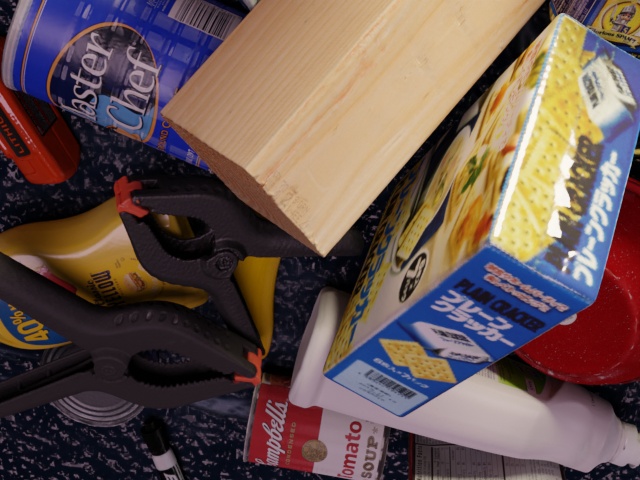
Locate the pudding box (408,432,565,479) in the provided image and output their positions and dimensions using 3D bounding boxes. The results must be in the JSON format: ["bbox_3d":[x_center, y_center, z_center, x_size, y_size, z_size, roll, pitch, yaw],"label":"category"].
[{"bbox_3d":[0.120,0.170,0.781,0.113,0.090,0.039,2,115,5],"label":"pudding box"}]

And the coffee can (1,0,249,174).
[{"bbox_3d":[-0.111,-0.115,0.666,0.140,0.102,0.103,23,116,-5],"label":"coffee can"}]

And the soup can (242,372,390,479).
[{"bbox_3d":[-0.002,0.139,0.794,0.102,0.068,0.068,10,116,1],"label":"soup can"}]

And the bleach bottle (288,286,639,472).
[{"bbox_3d":[0.108,0.110,0.747,0.251,0.102,0.068,19,110,-2],"label":"bleach bottle"}]

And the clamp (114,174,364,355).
[{"bbox_3d":[-0.055,0.001,0.699,0.120,0.039,0.171,-44,129,8],"label":"clamp"}]

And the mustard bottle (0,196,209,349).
[{"bbox_3d":[-0.181,0.028,0.746,0.191,0.058,0.096,-17,130,2],"label":"mustard bottle"}]

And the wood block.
[{"bbox_3d":[0.023,-0.106,0.599,0.206,0.091,0.090,-49,136,-7],"label":"wood block"}]

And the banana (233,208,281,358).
[{"bbox_3d":[-0.028,0.001,0.748,0.069,0.037,0.198,28,115,-7],"label":"banana"}]

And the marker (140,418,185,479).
[{"bbox_3d":[-0.118,0.195,0.860,0.020,0.020,0.121,-12,113,12],"label":"marker"}]

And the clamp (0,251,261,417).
[{"bbox_3d":[-0.147,0.081,0.723,0.210,0.036,0.165,12,133,-11],"label":"clamp"}]

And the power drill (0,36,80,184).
[{"bbox_3d":[-0.266,-0.046,0.743,0.188,0.057,0.184,-21,117,14],"label":"power drill"}]

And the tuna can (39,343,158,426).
[{"bbox_3d":[-0.167,0.097,0.812,0.086,0.033,0.086,3,115,6],"label":"tuna can"}]
